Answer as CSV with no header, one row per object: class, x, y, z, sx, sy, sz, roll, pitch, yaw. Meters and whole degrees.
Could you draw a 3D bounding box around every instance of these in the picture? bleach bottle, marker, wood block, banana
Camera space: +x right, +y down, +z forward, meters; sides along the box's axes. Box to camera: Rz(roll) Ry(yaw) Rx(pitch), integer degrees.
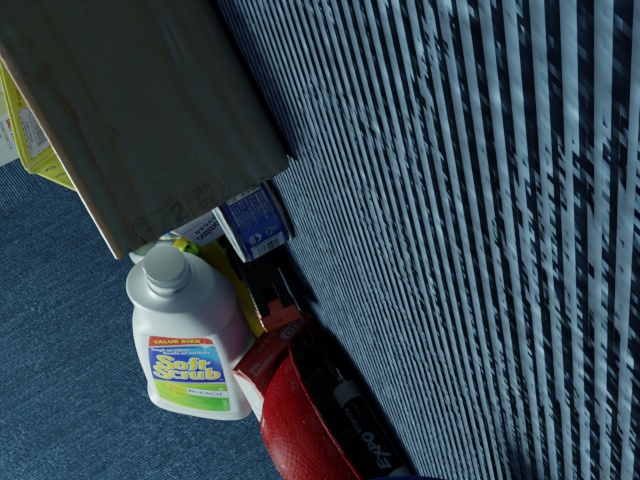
bleach bottle,-0.106,0.069,0.830,0.251,0.102,0.068,82,-160,-63
marker,0.044,0.147,0.736,0.121,0.020,0.020,56,172,38
wood block,-0.104,-0.108,0.471,0.206,0.090,0.091,63,173,-17
banana,-0.065,0.048,0.875,0.197,0.037,0.070,43,-172,-41

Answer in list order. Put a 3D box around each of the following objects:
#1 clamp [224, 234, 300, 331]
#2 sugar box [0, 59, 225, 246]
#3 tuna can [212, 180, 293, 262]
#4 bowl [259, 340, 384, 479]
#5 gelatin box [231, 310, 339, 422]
clamp,-0.055,0.001,0.793,0.120,0.039,0.171,59,178,-29
sugar box,-0.121,-0.064,0.678,0.176,0.048,0.093,23,-139,-56
tuna can,-0.052,-0.030,0.644,0.086,0.033,0.086,60,173,11
bowl,0.004,0.154,0.780,0.162,0.055,0.162,55,-175,-8
gelatin box,-0.026,0.105,0.844,0.030,0.073,0.089,24,151,34
